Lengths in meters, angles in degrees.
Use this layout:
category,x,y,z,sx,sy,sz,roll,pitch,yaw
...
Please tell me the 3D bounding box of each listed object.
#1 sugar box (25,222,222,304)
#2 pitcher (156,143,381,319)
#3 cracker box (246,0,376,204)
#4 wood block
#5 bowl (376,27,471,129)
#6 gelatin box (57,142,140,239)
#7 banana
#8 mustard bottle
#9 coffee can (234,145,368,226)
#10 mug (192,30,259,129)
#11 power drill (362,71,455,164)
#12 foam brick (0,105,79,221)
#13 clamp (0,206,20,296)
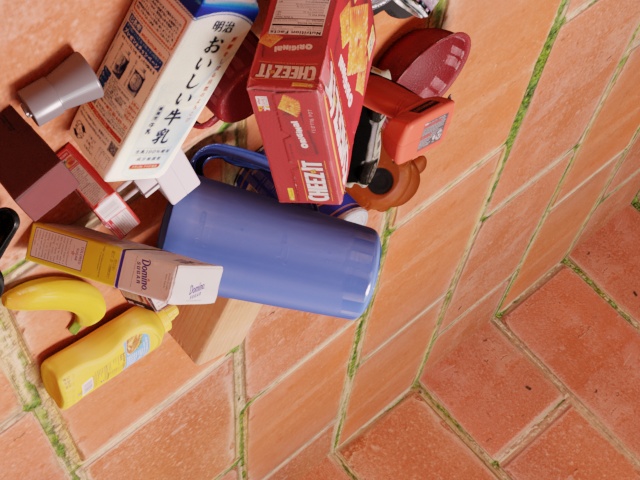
category,x,y,z,sx,sy,sz,roll,pitch,yaw
sugar box,-0.198,0.024,1.076,0.093,0.176,0.048,5,101,-66
pitcher,-0.058,0.001,1.198,0.145,0.242,0.149,-87,-167,-51
cracker box,-0.001,-0.166,1.004,0.164,0.072,0.213,75,22,-54
wood block,-0.128,0.060,1.422,0.090,0.091,0.206,-25,154,-43
bowl,0.119,-0.220,1.381,0.162,0.055,0.162,-38,161,-16
gelatin box,-0.218,-0.046,1.037,0.030,0.073,0.089,-42,162,-8
banana,-0.288,0.072,1.204,0.069,0.037,0.197,-44,161,-3
mustard bottle,-0.261,0.135,1.362,0.191,0.058,0.096,-33,157,-28
coffee can,-0.024,-0.047,1.326,0.102,0.140,0.103,-38,160,-16
mug,-0.098,-0.159,1.027,0.117,0.081,0.093,-50,160,17
power drill,0.036,-0.154,1.152,0.184,0.188,0.057,-30,145,-44
foam brick,-0.254,-0.065,0.914,0.053,0.078,0.051,-40,160,-10
clamp,-0.334,0.034,1.027,0.120,0.039,0.171,-32,165,-19
